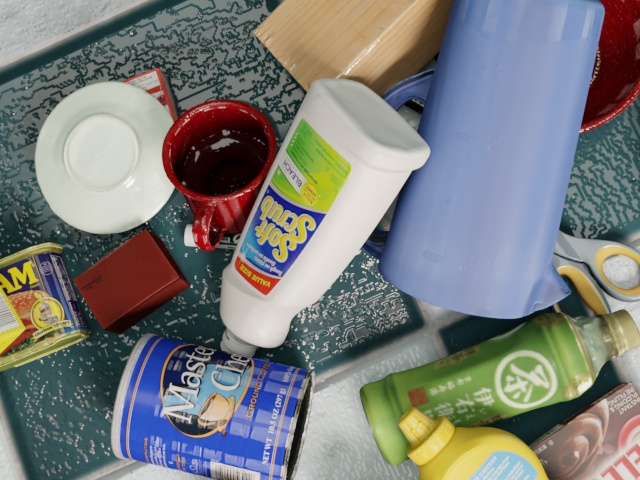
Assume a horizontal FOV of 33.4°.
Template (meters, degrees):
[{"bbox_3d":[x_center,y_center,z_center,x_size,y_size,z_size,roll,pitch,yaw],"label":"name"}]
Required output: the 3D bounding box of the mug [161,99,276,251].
[{"bbox_3d":[-0.080,-0.046,0.880,0.093,0.081,0.117,9,67,10],"label":"mug"}]

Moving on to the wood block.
[{"bbox_3d":[0.060,-0.197,0.850,0.206,0.090,0.091,-43,68,9],"label":"wood block"}]

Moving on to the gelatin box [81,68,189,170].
[{"bbox_3d":[-0.159,-0.097,0.933,0.073,0.030,0.089,-21,81,4],"label":"gelatin box"}]

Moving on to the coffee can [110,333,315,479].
[{"bbox_3d":[-0.084,0.139,0.855,0.140,0.103,0.103,12,83,7],"label":"coffee can"}]

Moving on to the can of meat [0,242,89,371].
[{"bbox_3d":[-0.257,0.060,0.908,0.102,0.057,0.084,-22,83,3],"label":"can of meat"}]

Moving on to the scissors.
[{"bbox_3d":[0.204,-0.013,0.890,0.096,0.016,0.202,-23,82,4],"label":"scissors"}]

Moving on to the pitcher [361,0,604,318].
[{"bbox_3d":[0.122,-0.075,0.810,0.149,0.145,0.243,4,108,-24],"label":"pitcher"}]

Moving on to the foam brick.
[{"bbox_3d":[-0.159,0.035,0.904,0.078,0.051,0.053,-34,79,0],"label":"foam brick"}]

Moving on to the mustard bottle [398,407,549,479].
[{"bbox_3d":[0.131,0.198,0.797,0.191,0.058,0.096,45,87,0],"label":"mustard bottle"}]

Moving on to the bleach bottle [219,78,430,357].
[{"bbox_3d":[-0.015,0.003,0.833,0.103,0.067,0.251,50,126,32],"label":"bleach bottle"}]

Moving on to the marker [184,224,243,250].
[{"bbox_3d":[-0.056,0.001,0.914,0.121,0.020,0.020,6,83,7],"label":"marker"}]

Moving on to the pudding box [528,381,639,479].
[{"bbox_3d":[0.225,0.179,0.850,0.113,0.039,0.090,-34,82,1],"label":"pudding box"}]
